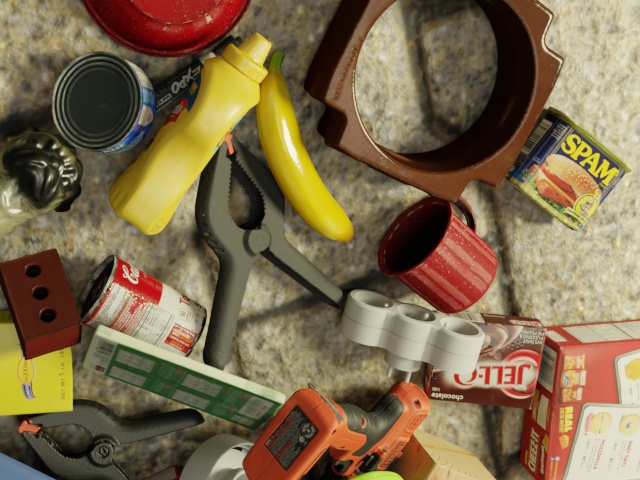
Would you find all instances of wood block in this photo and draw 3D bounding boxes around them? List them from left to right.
[{"bbox_3d":[0.089,0.312,1.114,0.090,0.090,0.206,26,98,-21],"label":"wood block"}]

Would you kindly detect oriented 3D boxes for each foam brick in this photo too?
[{"bbox_3d":[-0.244,0.055,0.930,0.053,0.051,0.078,-17,69,-20],"label":"foam brick"}]

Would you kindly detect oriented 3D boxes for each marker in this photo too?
[{"bbox_3d":[-0.119,-0.145,0.954,0.121,0.020,0.020,-36,112,-2],"label":"marker"}]

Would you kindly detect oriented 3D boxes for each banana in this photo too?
[{"bbox_3d":[-0.017,-0.072,0.982,0.069,0.037,0.198,-40,120,-39],"label":"banana"}]

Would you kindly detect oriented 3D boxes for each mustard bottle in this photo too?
[{"bbox_3d":[-0.106,-0.098,0.922,0.058,0.096,0.192,36,100,-13],"label":"mustard bottle"}]

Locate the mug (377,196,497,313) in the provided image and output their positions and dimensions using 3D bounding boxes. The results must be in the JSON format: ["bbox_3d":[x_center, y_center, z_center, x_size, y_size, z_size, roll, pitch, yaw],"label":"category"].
[{"bbox_3d":[0.120,0.008,1.037,0.081,0.093,0.117,39,57,-27],"label":"mug"}]

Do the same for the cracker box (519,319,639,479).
[{"bbox_3d":[0.329,0.170,1.145,0.213,0.072,0.164,-3,107,-15],"label":"cracker box"}]

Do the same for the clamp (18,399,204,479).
[{"bbox_3d":[-0.198,0.191,1.020,0.171,0.039,0.120,29,79,-13],"label":"clamp"}]

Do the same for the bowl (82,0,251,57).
[{"bbox_3d":[-0.127,-0.233,0.906,0.162,0.055,0.162,-5,108,-14],"label":"bowl"}]

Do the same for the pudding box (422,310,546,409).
[{"bbox_3d":[0.167,0.121,1.093,0.113,0.039,0.090,6,105,-3],"label":"pudding box"}]

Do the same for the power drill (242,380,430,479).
[{"bbox_3d":[0.008,0.209,1.035,0.184,0.057,0.187,-54,149,12],"label":"power drill"}]

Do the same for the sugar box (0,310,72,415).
[{"bbox_3d":[-0.316,0.112,0.966,0.176,0.048,0.093,-3,106,-16],"label":"sugar box"}]

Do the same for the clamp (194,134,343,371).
[{"bbox_3d":[-0.057,0.001,0.994,0.164,0.036,0.210,-18,102,-37],"label":"clamp"}]

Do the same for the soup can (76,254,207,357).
[{"bbox_3d":[-0.164,0.067,0.981,0.102,0.068,0.068,31,96,-22],"label":"soup can"}]

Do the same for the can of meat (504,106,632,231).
[{"bbox_3d":[0.242,-0.069,1.056,0.102,0.057,0.084,35,98,-21],"label":"can of meat"}]

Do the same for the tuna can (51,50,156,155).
[{"bbox_3d":[-0.185,-0.117,0.914,0.086,0.033,0.086,-1,86,18],"label":"tuna can"}]
